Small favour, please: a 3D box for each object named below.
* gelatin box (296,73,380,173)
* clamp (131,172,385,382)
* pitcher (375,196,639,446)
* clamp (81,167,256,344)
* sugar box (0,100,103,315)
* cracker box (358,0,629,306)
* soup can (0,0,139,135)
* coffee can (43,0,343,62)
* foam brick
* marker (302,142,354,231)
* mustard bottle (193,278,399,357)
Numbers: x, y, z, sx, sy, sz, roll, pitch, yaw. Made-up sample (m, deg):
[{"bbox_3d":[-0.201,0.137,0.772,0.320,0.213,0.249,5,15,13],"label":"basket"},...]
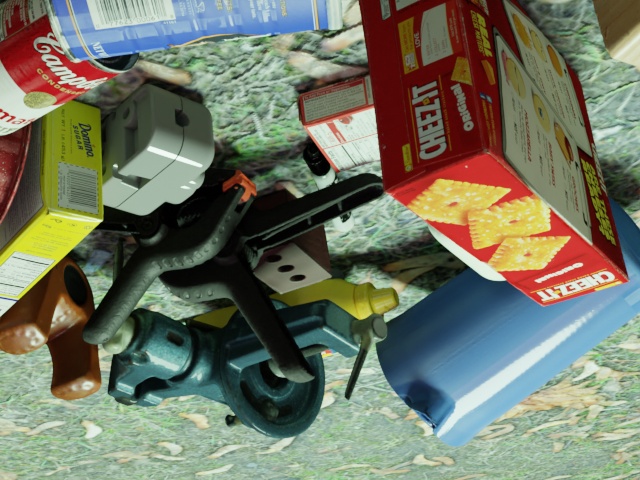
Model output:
[{"bbox_3d":[0.037,-0.087,0.759,0.089,0.030,0.073,-15,152,16],"label":"gelatin box"},{"bbox_3d":[-0.055,0.001,0.818,0.210,0.164,0.036,20,165,33],"label":"clamp"},{"bbox_3d":[0.178,0.062,0.951,0.243,0.149,0.144,-39,143,24],"label":"pitcher"},{"bbox_3d":[-0.126,0.004,0.807,0.172,0.120,0.039,-20,163,17],"label":"clamp"},{"bbox_3d":[-0.214,-0.018,0.766,0.048,0.093,0.177,13,147,-33],"label":"sugar box"},{"bbox_3d":[0.109,-0.069,0.666,0.072,0.164,0.213,-21,149,27],"label":"cracker box"},{"bbox_3d":[-0.167,-0.111,0.629,0.102,0.068,0.068,-22,149,28],"label":"soup can"},{"bbox_3d":[-0.064,-0.150,0.540,0.140,0.103,0.103,-7,152,1],"label":"coffee can"},{"bbox_3d":[-0.031,0.002,0.888,0.053,0.051,0.078,-19,150,20],"label":"foam brick"},{"bbox_3d":[0.007,-0.042,0.849,0.020,0.020,0.121,-11,152,8],"label":"marker"},{"bbox_3d":[-0.017,0.079,0.994,0.192,0.058,0.096,-19,142,20],"label":"mustard bottle"}]
